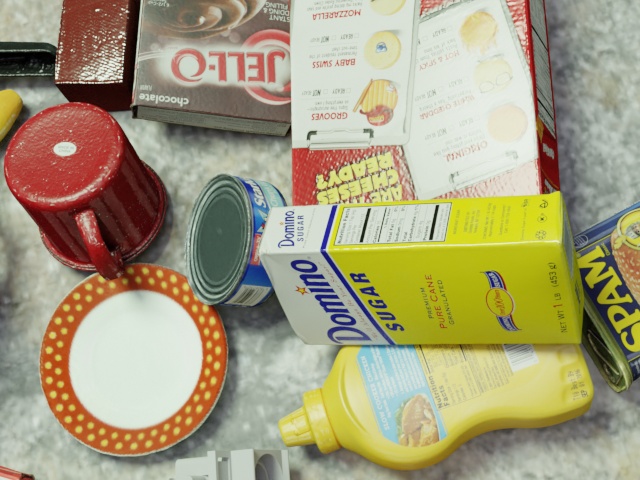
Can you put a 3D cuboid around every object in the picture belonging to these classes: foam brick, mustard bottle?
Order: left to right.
[{"bbox_3d":[-0.153,-0.136,0.758,0.051,0.053,0.078,1,77,7],"label":"foam brick"},{"bbox_3d":[0.066,0.091,0.673,0.191,0.058,0.096,-19,67,2],"label":"mustard bottle"}]

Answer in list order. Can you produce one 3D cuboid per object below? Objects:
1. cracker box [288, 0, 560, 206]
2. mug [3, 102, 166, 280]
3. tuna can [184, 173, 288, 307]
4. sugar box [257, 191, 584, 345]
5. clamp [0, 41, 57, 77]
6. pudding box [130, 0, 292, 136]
[{"bbox_3d":[0.065,-0.099,0.695,0.164,0.072,0.214,-8,76,24],"label":"cracker box"},{"bbox_3d":[-0.155,-0.028,0.705,0.093,0.081,0.117,-19,62,0],"label":"mug"},{"bbox_3d":[-0.055,0.001,0.697,0.033,0.086,0.086,8,73,-34],"label":"tuna can"},{"bbox_3d":[0.060,0.020,0.629,0.176,0.093,0.048,-5,46,19],"label":"sugar box"},{"bbox_3d":[-0.269,-0.129,0.766,0.120,0.039,0.172,-35,56,-30],"label":"clamp"},{"bbox_3d":[-0.071,-0.124,0.739,0.113,0.039,0.090,5,76,-8],"label":"pudding box"}]
